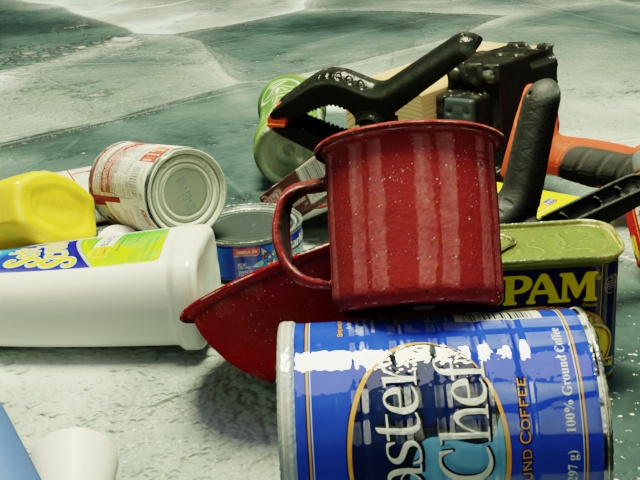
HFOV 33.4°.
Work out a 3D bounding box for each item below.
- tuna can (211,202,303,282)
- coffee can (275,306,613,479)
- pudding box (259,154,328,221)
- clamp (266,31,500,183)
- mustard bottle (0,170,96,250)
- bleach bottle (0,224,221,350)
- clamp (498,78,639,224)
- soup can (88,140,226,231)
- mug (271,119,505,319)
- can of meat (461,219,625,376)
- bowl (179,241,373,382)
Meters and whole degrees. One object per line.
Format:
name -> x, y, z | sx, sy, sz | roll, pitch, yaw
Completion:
tuna can -> -0.055, 0.001, 0.816 | 0.086, 0.034, 0.086 | -4, 22, 1
coffee can -> 0.053, 0.085, 0.496 | 0.140, 0.103, 0.103 | -3, 22, 1
pudding box -> 0.016, -0.050, 0.859 | 0.089, 0.039, 0.114 | -21, -4, -35
clamp -> 0.055, -0.093, 0.894 | 0.210, 0.164, 0.036 | 0, 40, 31
mustard bottle -> -0.273, -0.008, 0.812 | 0.192, 0.058, 0.096 | -10, -8, 23
bleach bottle -> -0.197, 0.037, 0.716 | 0.251, 0.068, 0.102 | -5, 19, 4
clamp -> 0.140, -0.004, 0.684 | 0.120, 0.171, 0.039 | 27, 8, -22
soup can -> -0.124, -0.040, 0.806 | 0.068, 0.068, 0.102 | -18, 17, -32
mug -> 0.033, -0.005, 0.515 | 0.117, 0.081, 0.093 | -4, -10, 11
can of meat -> 0.123, 0.038, 0.626 | 0.102, 0.084, 0.057 | -4, 22, 1
bowl -> 0.002, 0.042, 0.622 | 0.162, 0.055, 0.162 | -20, -8, -3
